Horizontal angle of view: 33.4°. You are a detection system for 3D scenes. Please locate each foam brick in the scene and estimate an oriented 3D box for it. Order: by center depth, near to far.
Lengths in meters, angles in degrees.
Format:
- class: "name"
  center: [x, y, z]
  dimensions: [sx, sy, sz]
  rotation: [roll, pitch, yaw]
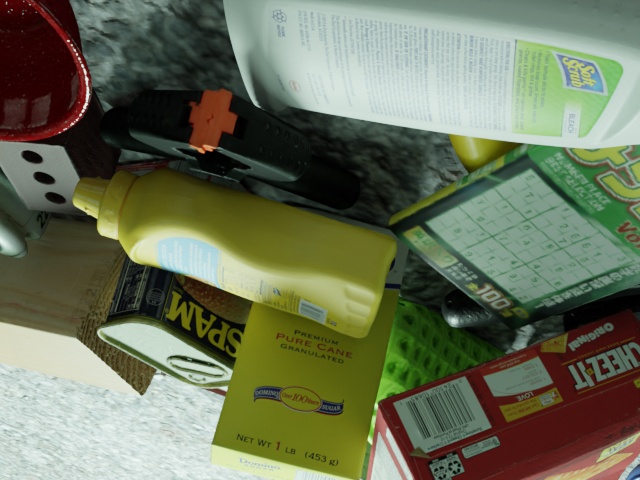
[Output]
- class: "foam brick"
  center: [-0.165, -0.059, 0.669]
  dimensions: [0.053, 0.051, 0.078]
  rotation: [7, 149, 13]

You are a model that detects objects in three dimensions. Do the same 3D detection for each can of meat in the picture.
- class: "can of meat"
  center: [-0.089, 0.040, 0.709]
  dimensions: [0.058, 0.084, 0.102]
  rotation: [-13, 143, 39]

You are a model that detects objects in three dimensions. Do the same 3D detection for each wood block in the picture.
- class: "wood block"
  center: [-0.212, 0.039, 0.788]
  dimensions: [0.206, 0.090, 0.090]
  rotation: [7, 151, 32]

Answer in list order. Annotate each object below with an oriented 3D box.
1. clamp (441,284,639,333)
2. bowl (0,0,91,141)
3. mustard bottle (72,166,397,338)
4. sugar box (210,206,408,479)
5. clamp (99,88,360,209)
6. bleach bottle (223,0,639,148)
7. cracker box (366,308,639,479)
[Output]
- class: "clamp"
  center: [0.158, 0.032, 0.657]
  dimensions: [0.120, 0.039, 0.172]
  rotation: [-1, 162, -24]
- class: "bowl"
  center: [-0.192, -0.123, 0.569]
  dimensions: [0.162, 0.055, 0.162]
  rotation: [11, 150, 6]
- class: "mustard bottle"
  center: [-0.054, 0.000, 0.631]
  dimensions: [0.191, 0.058, 0.096]
  rotation: [18, 163, 3]
- class: "sugar box"
  center: [-0.003, 0.066, 0.683]
  dimensions: [0.093, 0.176, 0.048]
  rotation: [13, 152, 1]
- class: "clamp"
  center: [-0.062, -0.054, 0.576]
  dimensions: [0.164, 0.036, 0.210]
  rotation: [14, 179, 5]
- class: "bleach bottle"
  center: [0.085, -0.080, 0.466]
  dimensions: [0.251, 0.068, 0.102]
  rotation: [16, 153, 18]
- class: "cracker box"
  center: [0.117, 0.143, 0.680]
  dimensions: [0.164, 0.072, 0.214]
  rotation: [-19, 150, -12]
